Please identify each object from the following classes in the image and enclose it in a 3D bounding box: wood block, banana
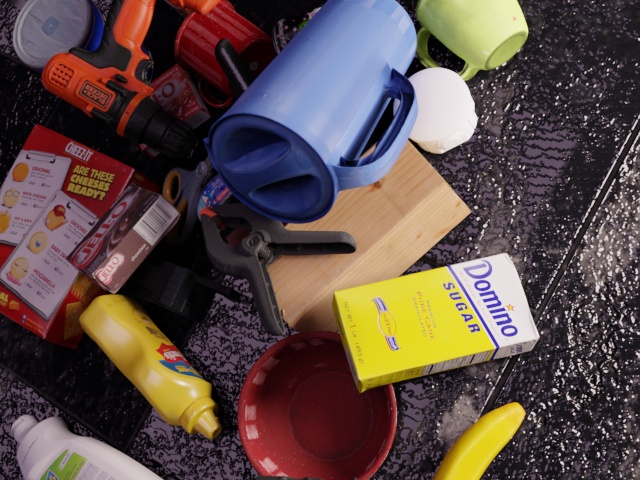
[{"bbox_3d":[0.037,-0.003,1.076,0.206,0.090,0.091,-42,61,7],"label":"wood block"},{"bbox_3d":[0.133,0.240,0.990,0.070,0.037,0.198,15,81,9],"label":"banana"}]

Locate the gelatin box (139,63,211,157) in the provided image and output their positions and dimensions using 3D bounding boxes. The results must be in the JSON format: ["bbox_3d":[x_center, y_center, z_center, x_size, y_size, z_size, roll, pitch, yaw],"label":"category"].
[{"bbox_3d":[-0.183,-0.152,1.252,0.089,0.030,0.073,-33,63,11],"label":"gelatin box"}]

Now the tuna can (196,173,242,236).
[{"bbox_3d":[-0.090,-0.040,1.145,0.086,0.086,0.034,-45,60,5],"label":"tuna can"}]

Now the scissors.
[{"bbox_3d":[-0.134,-0.082,1.163,0.202,0.016,0.096,-62,38,33],"label":"scissors"}]

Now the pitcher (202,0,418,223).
[{"bbox_3d":[0.012,-0.139,1.043,0.149,0.145,0.242,39,54,-8],"label":"pitcher"}]

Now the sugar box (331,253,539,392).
[{"bbox_3d":[0.107,0.076,1.008,0.176,0.048,0.093,-14,67,-6],"label":"sugar box"}]

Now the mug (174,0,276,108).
[{"bbox_3d":[-0.107,-0.203,1.208,0.082,0.093,0.117,38,124,26],"label":"mug"}]

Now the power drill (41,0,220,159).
[{"bbox_3d":[-0.181,-0.200,1.140,0.184,0.057,0.187,29,92,0],"label":"power drill"}]

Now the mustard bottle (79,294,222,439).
[{"bbox_3d":[-0.168,0.137,1.117,0.058,0.096,0.192,-49,62,2],"label":"mustard bottle"}]

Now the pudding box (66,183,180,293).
[{"bbox_3d":[-0.212,-0.004,1.139,0.113,0.039,0.090,-49,31,-13],"label":"pudding box"}]

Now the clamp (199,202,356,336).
[{"bbox_3d":[-0.048,0.005,1.038,0.120,0.039,0.172,-39,54,-12],"label":"clamp"}]

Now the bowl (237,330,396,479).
[{"bbox_3d":[0.002,0.171,1.049,0.162,0.055,0.162,-4,78,17],"label":"bowl"}]

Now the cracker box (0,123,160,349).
[{"bbox_3d":[-0.306,-0.006,1.238,0.164,0.072,0.213,25,84,27],"label":"cracker box"}]

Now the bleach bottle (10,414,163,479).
[{"bbox_3d":[-0.238,0.255,1.132,0.251,0.068,0.102,31,87,30],"label":"bleach bottle"}]

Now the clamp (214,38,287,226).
[{"bbox_3d":[-0.025,-0.114,1.123,0.164,0.036,0.210,0,70,-17],"label":"clamp"}]

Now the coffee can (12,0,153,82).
[{"bbox_3d":[-0.276,-0.221,1.252,0.103,0.140,0.103,-7,71,21],"label":"coffee can"}]
